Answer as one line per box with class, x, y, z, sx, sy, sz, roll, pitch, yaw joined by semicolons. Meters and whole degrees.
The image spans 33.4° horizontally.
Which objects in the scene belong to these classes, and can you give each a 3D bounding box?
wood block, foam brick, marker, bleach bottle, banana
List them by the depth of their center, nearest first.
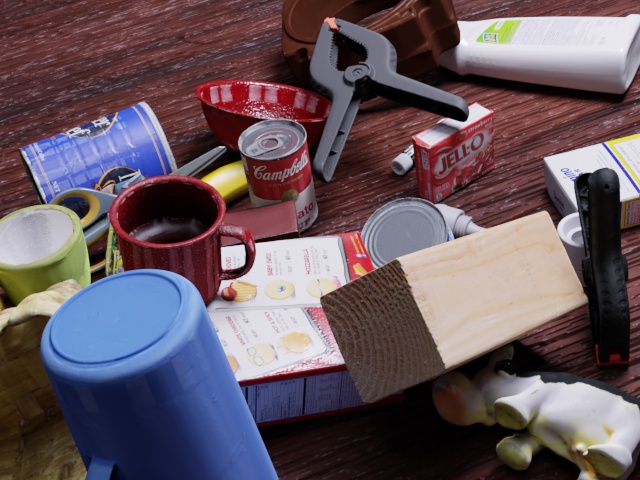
wood block;0.111;0.049;0.846;0.205;0.090;0.091;-15;-11;-47
foam brick;-0.057;0.001;1.046;0.078;0.053;0.051;-12;40;-1
banana;-0.111;-0.034;1.115;0.069;0.037;0.197;32;53;5
marker;0.120;-0.111;1.167;0.020;0.020;0.121;24;51;34
bleach bottle;0.239;-0.226;1.246;0.251;0.068;0.102;10;41;26

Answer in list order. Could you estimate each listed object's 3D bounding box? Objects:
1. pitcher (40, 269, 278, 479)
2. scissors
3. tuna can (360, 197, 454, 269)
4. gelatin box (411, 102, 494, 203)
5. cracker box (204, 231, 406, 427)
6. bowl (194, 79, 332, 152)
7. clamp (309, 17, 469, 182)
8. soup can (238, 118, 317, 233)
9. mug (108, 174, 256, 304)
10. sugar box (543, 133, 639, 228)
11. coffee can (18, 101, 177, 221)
pitcher;-0.108;0.149;0.734;0.145;0.243;0.149;-19;35;-6
scissors;-0.195;-0.053;1.084;0.201;0.096;0.016;-48;19;-8
tuna can;0.082;0.004;1.005;0.086;0.033;0.086;-11;58;18
gelatin box;0.138;-0.089;1.095;0.089;0.073;0.030;-30;44;-22
cracker box;-0.049;0.078;0.914;0.213;0.072;0.164;-8;41;-12
bowl;-0.061;-0.130;1.174;0.162;0.055;0.162;8;21;-3
clamp;0.035;-0.155;1.103;0.164;0.036;0.210;-29;51;-4
soup can;-0.041;-0.062;1.078;0.068;0.102;0.068;-6;40;5
mug;-0.111;0.007;0.876;0.117;0.081;0.093;4;41;3
sugar box;0.319;-0.062;1.050;0.176;0.048;0.093;-16;40;-1
coffee can;-0.233;-0.075;1.132;0.140;0.103;0.103;-23;42;-15
